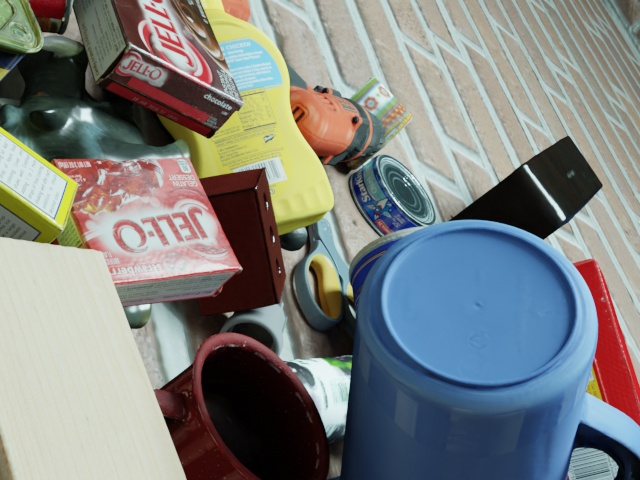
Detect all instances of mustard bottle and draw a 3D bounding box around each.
[{"bbox_3d":[-0.065,-0.094,0.740,0.058,0.096,0.191,132,-61,-73],"label":"mustard bottle"}]

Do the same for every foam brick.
[{"bbox_3d":[-0.054,0.001,0.669,0.053,0.051,0.078,-83,164,-72],"label":"foam brick"}]

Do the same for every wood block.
[{"bbox_3d":[-0.116,0.108,0.432,0.090,0.090,0.206,11,48,-54],"label":"wood block"}]

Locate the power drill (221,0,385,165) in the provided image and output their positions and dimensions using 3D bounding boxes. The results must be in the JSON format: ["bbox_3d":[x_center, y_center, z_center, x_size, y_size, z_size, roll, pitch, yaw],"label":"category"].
[{"bbox_3d":[-0.033,-0.137,0.876,0.188,0.057,0.184,44,13,14],"label":"power drill"}]

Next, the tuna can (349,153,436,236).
[{"bbox_3d":[0.068,-0.038,0.988,0.086,0.034,0.086,38,29,-26],"label":"tuna can"}]

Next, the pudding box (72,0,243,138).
[{"bbox_3d":[-0.103,-0.124,0.654,0.089,0.039,0.113,24,30,-44],"label":"pudding box"}]

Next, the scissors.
[{"bbox_3d":[0.013,0.009,0.858,0.096,0.016,0.201,42,28,-24],"label":"scissors"}]

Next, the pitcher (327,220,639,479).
[{"bbox_3d":[0.083,0.105,0.563,0.145,0.149,0.243,49,-24,32],"label":"pitcher"}]

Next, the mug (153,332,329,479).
[{"bbox_3d":[-0.064,0.103,0.534,0.117,0.082,0.093,25,37,-44],"label":"mug"}]

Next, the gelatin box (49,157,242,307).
[{"bbox_3d":[-0.092,-0.005,0.542,0.089,0.030,0.073,-5,61,-45],"label":"gelatin box"}]
